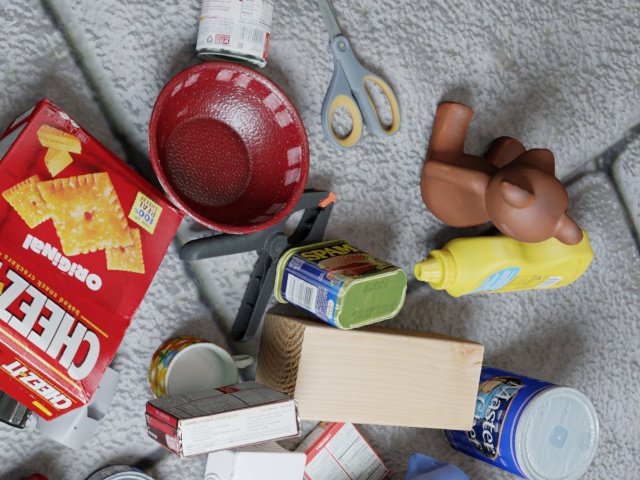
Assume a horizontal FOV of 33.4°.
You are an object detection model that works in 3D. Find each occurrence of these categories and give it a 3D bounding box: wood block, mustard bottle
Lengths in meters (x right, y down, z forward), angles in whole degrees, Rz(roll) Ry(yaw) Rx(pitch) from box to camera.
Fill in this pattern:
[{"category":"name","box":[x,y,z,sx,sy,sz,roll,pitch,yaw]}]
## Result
[{"category":"wood block","box":[0.048,0.131,1.061,0.205,0.090,0.091,8,90,-28]},{"category":"mustard bottle","box":[0.184,0.025,1.121,0.191,0.096,0.058,-5,71,-26]}]

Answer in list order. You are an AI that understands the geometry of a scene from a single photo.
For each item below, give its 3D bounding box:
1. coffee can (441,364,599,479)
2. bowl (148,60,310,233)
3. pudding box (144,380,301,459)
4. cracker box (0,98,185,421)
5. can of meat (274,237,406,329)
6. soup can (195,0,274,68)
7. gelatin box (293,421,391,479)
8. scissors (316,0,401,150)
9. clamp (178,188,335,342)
[{"category":"coffee can","box":[0.205,0.191,1.116,0.102,0.140,0.103,-2,94,-27]},{"category":"bowl","box":[-0.092,-0.080,0.983,0.161,0.055,0.162,7,75,-28]},{"category":"pudding box","box":[-0.086,0.156,0.933,0.113,0.090,0.039,-8,97,-26]},{"category":"cracker box","box":[-0.223,0.012,0.876,0.164,0.072,0.213,42,45,-23]},{"category":"can of meat","box":[0.021,0.042,1.025,0.101,0.084,0.057,-11,117,-45]},{"category":"soup can","box":[-0.076,-0.216,0.987,0.068,0.069,0.102,8,90,-27]},{"category":"gelatin box","box":[0.019,0.230,1.086,0.073,0.030,0.089,-44,111,-19]},{"category":"scissors","box":[0.009,-0.176,1.062,0.096,0.016,0.201,-43,111,-18]},{"category":"clamp","box":[-0.057,0.001,1.023,0.171,0.039,0.120,-52,132,-19]}]
